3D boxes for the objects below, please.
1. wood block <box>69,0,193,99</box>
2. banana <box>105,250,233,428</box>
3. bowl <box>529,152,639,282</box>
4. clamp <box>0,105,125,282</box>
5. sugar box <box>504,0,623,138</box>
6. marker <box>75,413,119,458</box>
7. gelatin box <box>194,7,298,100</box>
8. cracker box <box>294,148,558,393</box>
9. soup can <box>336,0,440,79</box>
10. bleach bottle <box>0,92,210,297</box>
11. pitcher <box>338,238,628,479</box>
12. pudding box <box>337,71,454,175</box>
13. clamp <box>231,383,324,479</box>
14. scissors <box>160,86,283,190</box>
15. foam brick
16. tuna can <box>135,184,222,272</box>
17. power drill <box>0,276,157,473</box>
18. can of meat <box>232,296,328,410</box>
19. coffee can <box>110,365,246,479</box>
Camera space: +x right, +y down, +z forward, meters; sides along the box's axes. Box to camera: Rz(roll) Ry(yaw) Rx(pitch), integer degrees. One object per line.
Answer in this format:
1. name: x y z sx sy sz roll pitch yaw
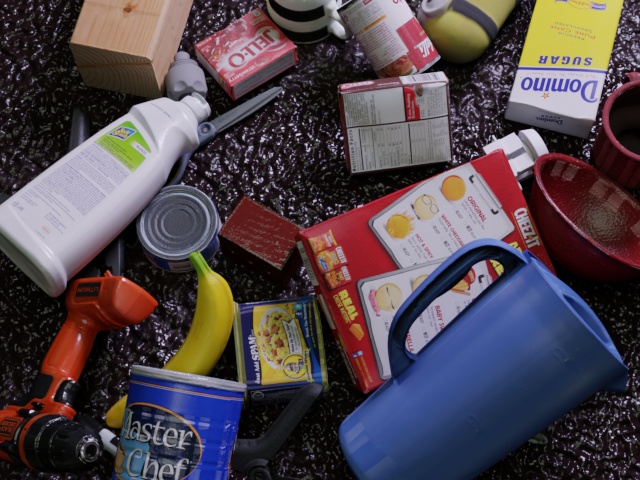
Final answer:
1. wood block: -0.194 -0.271 1.165 0.091 0.090 0.206 12 69 5
2. banana: -0.132 0.107 1.007 0.069 0.037 0.198 31 102 7
3. bowl: 0.260 -0.012 1.037 0.162 0.055 0.162 24 34 -17
4. clamp: -0.274 -0.024 1.096 0.164 0.036 0.210 -28 70 -10
5. sugar box: 0.264 -0.203 1.145 0.093 0.048 0.176 14 68 8
6. marker: -0.184 0.203 1.011 0.121 0.020 0.020 33 73 14
7. gelatin box: -0.080 -0.203 1.159 0.089 0.030 0.073 -33 64 -14
8. cracker box: 0.102 0.029 1.022 0.213 0.072 0.164 -23 90 -8
9. soup can: 0.071 -0.217 1.123 0.068 0.069 0.102 -36 100 -12
10. bleach bottle: -0.203 -0.061 1.062 0.103 0.068 0.250 40 65 17
11. pitcher: 0.128 0.124 0.930 0.243 0.144 0.149 -41 55 11
12. pudding box: 0.078 -0.120 1.097 0.113 0.039 0.090 -7 112 1
13. clamp: -0.052 0.203 0.981 0.171 0.039 0.120 -13 81 3
14. scissors: -0.142 -0.122 1.143 0.096 0.016 0.201 39 74 16
15. foam brick: -0.057 0.001 1.070 0.078 0.053 0.051 29 72 13
16. tuna can: -0.144 -0.013 1.088 0.086 0.034 0.086 -1 68 2
17. power drill: -0.224 0.123 0.979 0.185 0.057 0.187 -4 52 47
18. can of meat: -0.039 0.106 1.025 0.084 0.057 0.102 -6 68 -2
19. coffee can: -0.127 0.186 0.928 0.103 0.103 0.140 9 83 6
